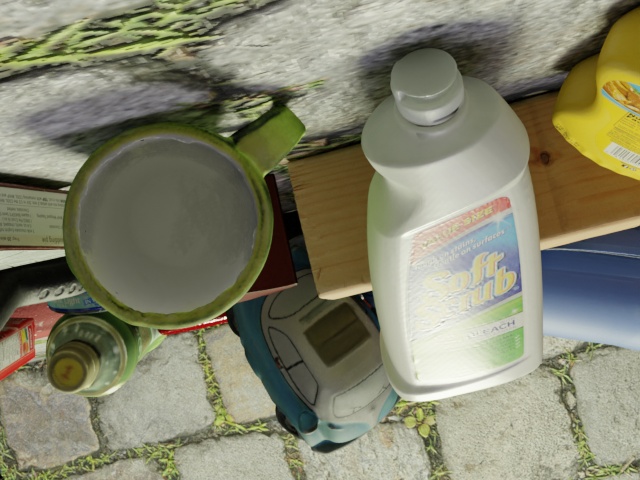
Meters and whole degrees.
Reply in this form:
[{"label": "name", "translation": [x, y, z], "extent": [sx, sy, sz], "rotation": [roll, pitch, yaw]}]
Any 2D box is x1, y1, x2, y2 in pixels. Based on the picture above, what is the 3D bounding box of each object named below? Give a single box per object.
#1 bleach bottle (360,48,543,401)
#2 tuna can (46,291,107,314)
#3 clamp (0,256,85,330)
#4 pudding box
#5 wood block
[{"label": "bleach bottle", "translation": [0.063, -0.002, 0.562], "extent": [0.102, 0.068, 0.251], "rotation": [-13, 144, 6]}, {"label": "tuna can", "translation": [-0.170, 0.029, 0.822], "extent": [0.086, 0.034, 0.086], "rotation": [-7, -168, 1]}, {"label": "clamp", "translation": [-0.222, 0.027, 0.685], "extent": [0.165, 0.036, 0.209], "rotation": [3, -168, 21]}, {"label": "pudding box", "translation": [-0.185, -0.003, 0.555], "extent": [0.090, 0.039, 0.113], "rotation": [-14, 177, 15]}, {"label": "wood block", "translation": [0.094, -0.029, 0.691], "extent": [0.206, 0.091, 0.090], "rotation": [-14, 175, 9]}]
